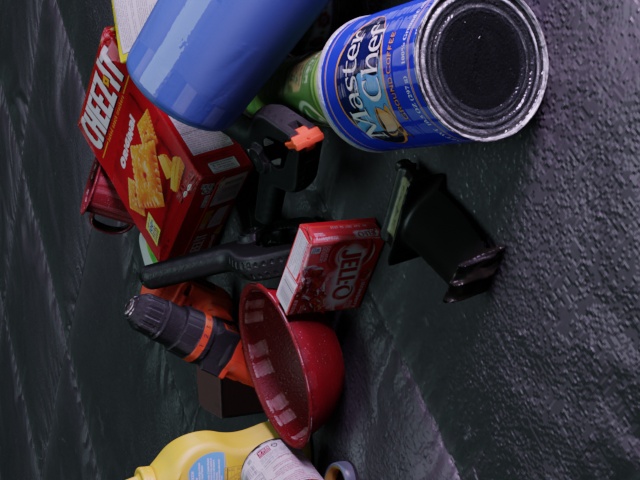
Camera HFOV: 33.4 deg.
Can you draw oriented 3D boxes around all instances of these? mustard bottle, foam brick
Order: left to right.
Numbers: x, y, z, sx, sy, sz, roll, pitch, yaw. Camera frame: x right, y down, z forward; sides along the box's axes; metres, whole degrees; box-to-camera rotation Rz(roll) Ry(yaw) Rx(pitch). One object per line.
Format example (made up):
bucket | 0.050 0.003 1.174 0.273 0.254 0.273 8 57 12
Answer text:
mustard bottle | -0.106 0.234 1.055 0.058 0.191 0.096 40 129 56
foam brick | -0.101 0.164 1.196 0.078 0.051 0.053 12 105 63

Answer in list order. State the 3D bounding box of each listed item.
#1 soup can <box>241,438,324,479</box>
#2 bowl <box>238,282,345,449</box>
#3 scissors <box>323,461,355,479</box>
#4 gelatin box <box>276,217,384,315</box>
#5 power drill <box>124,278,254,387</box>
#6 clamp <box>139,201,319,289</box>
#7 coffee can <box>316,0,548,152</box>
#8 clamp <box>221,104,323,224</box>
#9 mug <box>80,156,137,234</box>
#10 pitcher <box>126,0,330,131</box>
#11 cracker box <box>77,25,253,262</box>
soup can | -0.027 0.239 0.999 0.102 0.068 0.068 -139 51 -58
bowl | -0.021 0.110 1.002 0.162 0.055 0.162 47 145 49
scissors | 0.001 0.272 1.042 0.202 0.016 0.096 143 121 -60
gelatin box | 0.009 0.023 0.924 0.030 0.073 0.089 61 144 39
power drill | -0.138 0.084 1.137 0.057 0.184 0.188 -57 26 5
clamp | -0.057 0.001 1.035 0.210 0.164 0.036 -2 117 43
coffee can | 0.073 -0.115 0.738 0.140 0.102 0.103 4 97 64
clamp | -0.049 -0.085 0.945 0.120 0.039 0.172 56 154 -1
mug | -0.236 -0.054 1.269 0.093 0.081 0.117 -100 32 -55
pitcher | -0.064 -0.218 0.871 0.243 0.144 0.149 -51 37 24
cracker box | -0.174 -0.102 1.143 0.214 0.071 0.164 56 143 20
